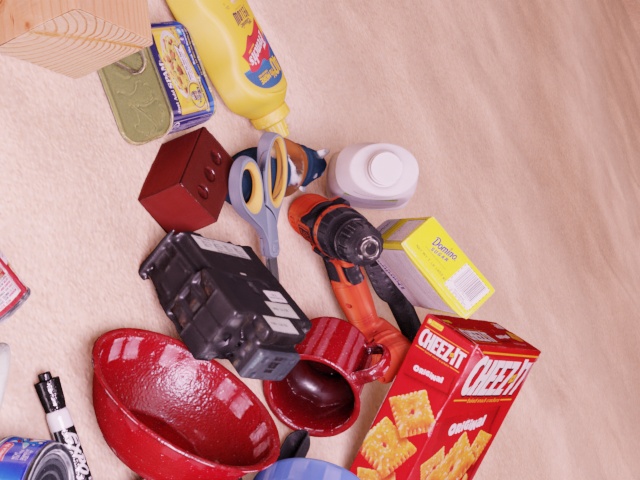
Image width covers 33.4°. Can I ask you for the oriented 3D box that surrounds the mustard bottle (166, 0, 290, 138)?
[{"bbox_3d":[-0.082,-0.184,1.059,0.191,0.058,0.096,62,27,-19],"label":"mustard bottle"}]

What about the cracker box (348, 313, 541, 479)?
[{"bbox_3d":[0.123,0.187,1.082,0.163,0.072,0.214,12,107,-56],"label":"cracker box"}]

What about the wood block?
[{"bbox_3d":[-0.206,-0.250,0.856,0.090,0.090,0.206,14,63,-57],"label":"wood block"}]

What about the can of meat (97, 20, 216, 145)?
[{"bbox_3d":[-0.143,-0.142,0.938,0.083,0.058,0.102,-30,102,-62],"label":"can of meat"}]

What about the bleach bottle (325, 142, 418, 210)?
[{"bbox_3d":[0.060,-0.066,1.079,0.251,0.102,0.068,-166,-101,-86],"label":"bleach bottle"}]

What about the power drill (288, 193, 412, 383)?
[{"bbox_3d":[0.041,0.047,1.065,0.187,0.057,0.185,68,-11,-19],"label":"power drill"}]

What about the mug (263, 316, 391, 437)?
[{"bbox_3d":[0.012,0.122,1.007,0.093,0.117,0.081,62,27,-19],"label":"mug"}]

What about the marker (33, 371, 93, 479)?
[{"bbox_3d":[-0.179,0.152,0.765,0.020,0.020,0.121,-21,93,-60],"label":"marker"}]

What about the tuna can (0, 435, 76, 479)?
[{"bbox_3d":[-0.190,0.171,0.690,0.086,0.034,0.086,3,90,-78],"label":"tuna can"}]

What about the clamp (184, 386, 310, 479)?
[{"bbox_3d":[-0.057,0.239,0.906,0.164,0.036,0.210,24,57,-52],"label":"clamp"}]

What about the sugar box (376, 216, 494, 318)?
[{"bbox_3d":[0.100,0.023,1.033,0.093,0.048,0.176,50,-5,-7],"label":"sugar box"}]

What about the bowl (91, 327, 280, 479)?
[{"bbox_3d":[-0.112,0.136,0.805,0.162,0.055,0.162,31,15,-10],"label":"bowl"}]

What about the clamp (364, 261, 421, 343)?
[{"bbox_3d":[0.080,0.051,1.189,0.171,0.039,0.120,40,27,-63],"label":"clamp"}]

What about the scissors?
[{"bbox_3d":[-0.056,0.001,0.984,0.096,0.016,0.202,-15,110,-60],"label":"scissors"}]

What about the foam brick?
[{"bbox_3d":[-0.117,-0.051,0.941,0.053,0.051,0.078,50,37,-34],"label":"foam brick"}]
